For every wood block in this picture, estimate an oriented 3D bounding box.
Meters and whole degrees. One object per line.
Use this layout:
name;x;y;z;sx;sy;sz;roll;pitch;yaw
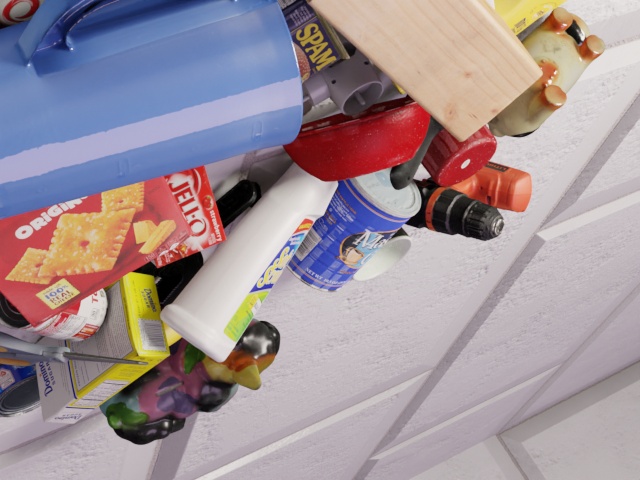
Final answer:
wood block;0.075;-0.181;0.842;0.090;0.091;0.205;-40;133;18

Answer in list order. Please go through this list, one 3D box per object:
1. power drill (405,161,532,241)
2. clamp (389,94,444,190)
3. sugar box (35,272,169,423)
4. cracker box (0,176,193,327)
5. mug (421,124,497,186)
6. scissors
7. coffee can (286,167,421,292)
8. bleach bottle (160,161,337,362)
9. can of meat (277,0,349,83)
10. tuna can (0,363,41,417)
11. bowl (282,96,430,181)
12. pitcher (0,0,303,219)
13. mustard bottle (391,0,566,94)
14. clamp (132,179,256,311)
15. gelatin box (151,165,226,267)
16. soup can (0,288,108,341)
power drill;0.170;-0.051;1.253;0.187;0.185;0.057;-13;117;-48
clamp;0.097;-0.131;1.099;0.171;0.120;0.039;-47;135;-13
sugar box;-0.230;0.114;1.103;0.048;0.093;0.177;11;144;-42
cracker box;-0.209;-0.037;0.853;0.164;0.072;0.213;-30;149;-7
mug;0.151;-0.120;1.176;0.117;0.081;0.093;-32;158;-2
scissors;-0.272;0.104;1.033;0.202;0.016;0.096;-4;154;32
coffee can;0.029;-0.024;1.186;0.102;0.103;0.140;-4;145;-49
bleach bottle;-0.057;0.001;1.085;0.250;0.068;0.102;-54;165;-10
can of meat;-0.033;-0.165;0.876;0.084;0.057;0.102;-32;157;5
tuna can;-0.329;0.159;1.185;0.086;0.034;0.086;-27;157;-13
bowl;0.038;-0.094;1.010;0.162;0.055;0.162;-15;-171;2
pitcher;-0.141;-0.099;0.684;0.242;0.149;0.145;-20;-162;-21
mustard bottle;0.150;-0.205;1.030;0.192;0.058;0.096;-35;171;9
clamp;-0.151;0.012;1.107;0.164;0.036;0.210;-17;153;-20
gelatin box;-0.135;-0.029;0.999;0.073;0.030;0.089;-23;119;-19
soup can;-0.258;0.058;1.024;0.068;0.068;0.102;-37;158;10
